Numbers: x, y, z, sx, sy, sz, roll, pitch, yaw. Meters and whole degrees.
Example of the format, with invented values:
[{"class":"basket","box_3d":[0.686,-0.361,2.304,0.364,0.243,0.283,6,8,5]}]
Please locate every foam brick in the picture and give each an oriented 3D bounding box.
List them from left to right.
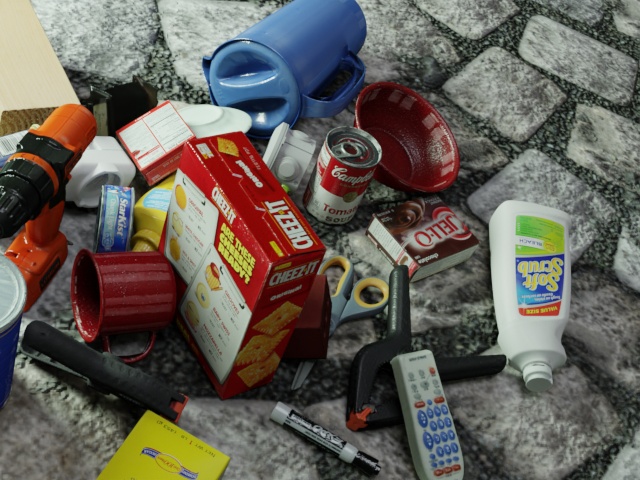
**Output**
[{"class":"foam brick","box_3d":[-0.018,0.080,1.121,0.051,0.053,0.078,-3,45,10]}]

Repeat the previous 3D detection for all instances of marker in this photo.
[{"class":"marker","box_3d":[0.006,0.198,1.057,0.121,0.020,0.020,29,44,6]}]

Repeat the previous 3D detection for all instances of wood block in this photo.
[{"class":"wood block","box_3d":[-0.355,-0.188,1.224,0.090,0.090,0.206,-11,53,-30]}]

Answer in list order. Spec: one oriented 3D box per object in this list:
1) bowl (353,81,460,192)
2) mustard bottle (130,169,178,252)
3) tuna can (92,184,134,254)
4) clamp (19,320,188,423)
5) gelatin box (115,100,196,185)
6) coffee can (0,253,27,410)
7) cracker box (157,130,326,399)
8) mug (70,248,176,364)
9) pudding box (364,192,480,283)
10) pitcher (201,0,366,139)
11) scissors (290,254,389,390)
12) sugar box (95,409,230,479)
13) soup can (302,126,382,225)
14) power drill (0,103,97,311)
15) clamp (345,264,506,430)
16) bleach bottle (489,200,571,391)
[{"class":"bowl","box_3d":[0.096,-0.118,1.341,0.161,0.055,0.162,19,52,-27]},{"class":"mustard bottle","box_3d":[-0.151,-0.031,1.178,0.096,0.058,0.191,19,42,19]},{"class":"tuna can","box_3d":[-0.217,-0.015,1.119,0.033,0.086,0.086,7,46,-14]},{"class":"clamp","box_3d":[-0.203,0.119,0.985,0.171,0.120,0.039,23,79,-3]},{"class":"gelatin box","box_3d":[-0.182,-0.111,1.209,0.073,0.030,0.089,-33,47,-6]},{"class":"coffee can","box_3d":[-0.318,0.086,0.942,0.102,0.140,0.103,12,45,-12]},{"class":"cracker box","box_3d":[-0.086,0.026,1.041,0.071,0.214,0.164,-16,57,-33]},{"class":"mug","box_3d":[-0.194,0.064,1.062,0.081,0.093,0.117,-3,81,-31]},{"class":"pudding box","box_3d":[0.122,-0.004,1.281,0.113,0.039,0.090,-21,59,-37]},{"class":"pitcher","box_3d":[-0.024,-0.236,1.381,0.149,0.145,0.242,55,41,-13]},{"class":"scissors","box_3d":[0.026,0.094,1.164,0.096,0.016,0.201,13,44,-4]},{"class":"sugar box","box_3d":[-0.161,0.240,0.929,0.093,0.048,0.176,28,43,5]},{"class":"soup can","box_3d":[0.024,-0.075,1.263,0.068,0.102,0.068,12,45,-12]},{"class":"power drill","box_3d":[-0.279,-0.019,1.025,0.057,0.188,0.184,26,43,0]},{"class":"clamp","box_3d":[0.088,0.124,1.143,0.164,0.036,0.209,47,51,12]},{"class":"bleach bottle","box_3d":[0.254,0.067,1.253,0.102,0.068,0.250,13,47,-10]}]
